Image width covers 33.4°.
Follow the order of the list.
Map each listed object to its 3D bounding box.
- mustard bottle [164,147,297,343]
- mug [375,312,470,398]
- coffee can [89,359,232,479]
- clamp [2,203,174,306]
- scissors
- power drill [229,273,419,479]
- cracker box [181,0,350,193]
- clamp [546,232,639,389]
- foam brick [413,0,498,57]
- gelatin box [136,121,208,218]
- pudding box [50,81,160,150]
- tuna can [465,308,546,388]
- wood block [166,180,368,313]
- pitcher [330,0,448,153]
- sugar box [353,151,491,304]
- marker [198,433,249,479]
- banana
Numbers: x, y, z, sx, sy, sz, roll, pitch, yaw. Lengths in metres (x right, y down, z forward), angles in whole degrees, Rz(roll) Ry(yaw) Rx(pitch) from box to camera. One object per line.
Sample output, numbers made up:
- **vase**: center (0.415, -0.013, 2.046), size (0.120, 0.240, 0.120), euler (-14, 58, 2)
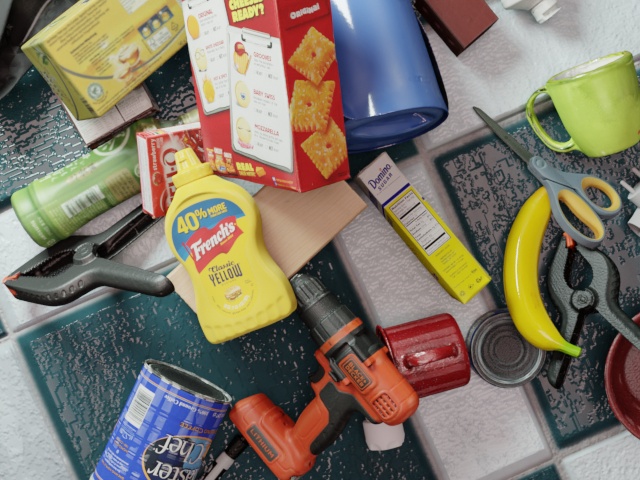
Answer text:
- **mustard bottle**: center (-0.101, -0.001, 1.063), size (0.096, 0.058, 0.191), euler (-22, 92, 13)
- **mug**: center (0.112, 0.123, 1.135), size (0.081, 0.117, 0.093), euler (-14, 80, -6)
- **coffee can**: center (-0.169, 0.212, 1.135), size (0.103, 0.103, 0.140), euler (25, 90, -2)
- **clamp**: center (-0.238, 0.015, 1.139), size (0.210, 0.164, 0.036), euler (-13, 129, 17)
- **scissors**: center (0.257, -0.082, 1.176), size (0.096, 0.016, 0.202), euler (-23, 72, -29)
- **power drill**: center (-0.012, 0.150, 1.117), size (0.184, 0.057, 0.188), euler (51, 121, 10)
- **cracker box**: center (-0.055, -0.164, 1.029), size (0.071, 0.164, 0.214), euler (-18, 110, -34)
- **clamp**: center (0.280, 0.076, 1.150), size (0.120, 0.039, 0.171), euler (-24, 61, 16)
- **foam brick**: center (0.146, -0.248, 1.157), size (0.051, 0.053, 0.078), euler (-40, 91, 0)
- **gelatin box**: center (-0.149, -0.073, 1.108), size (0.073, 0.030, 0.089), euler (-14, 113, -30)
- **pudding box**: center (-0.241, -0.168, 1.159), size (0.090, 0.039, 0.113), euler (-30, 90, -1)
- **tuna can**: center (0.204, 0.119, 1.175), size (0.086, 0.034, 0.086), euler (0, 91, -1)
- **wood block**: center (-0.058, 0.001, 1.140), size (0.206, 0.090, 0.091), euler (-43, 92, -1)
- **pitcher**: center (0.047, -0.220, 1.115), size (0.145, 0.149, 0.243), euler (-14, 80, 1)
- **sugar box**: center (0.106, -0.013, 1.141), size (0.048, 0.093, 0.176), euler (-43, 91, 0)
- **marker**: center (-0.121, 0.262, 1.179), size (0.020, 0.020, 0.121), euler (40, 90, -2)
- **banana**: center (0.231, 0.036, 1.153), size (0.069, 0.037, 0.198), euler (-5, 70, 0)
